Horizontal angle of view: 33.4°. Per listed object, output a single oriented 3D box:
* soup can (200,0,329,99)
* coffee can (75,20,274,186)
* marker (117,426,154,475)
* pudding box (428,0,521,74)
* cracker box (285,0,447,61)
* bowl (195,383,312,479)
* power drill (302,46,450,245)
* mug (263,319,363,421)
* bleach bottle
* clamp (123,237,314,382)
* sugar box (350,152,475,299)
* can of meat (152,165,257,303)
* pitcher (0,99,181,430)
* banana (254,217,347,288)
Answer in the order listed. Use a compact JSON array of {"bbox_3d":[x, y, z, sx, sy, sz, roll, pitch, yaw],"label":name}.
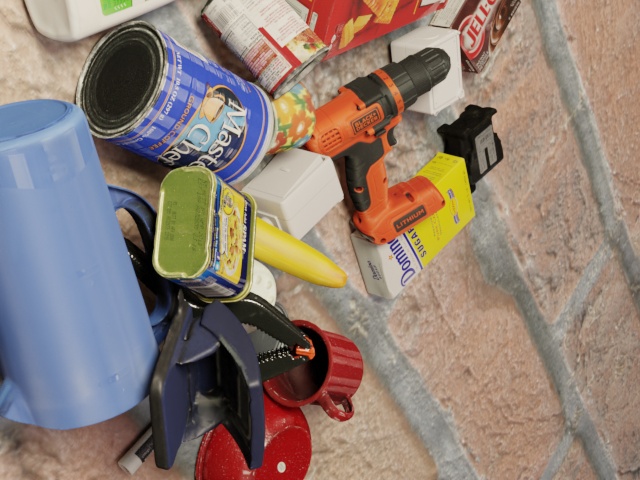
[{"bbox_3d":[-0.051,-0.187,0.962,0.102,0.069,0.068,48,59,-1],"label":"soup can"},{"bbox_3d":[-0.122,-0.113,0.915,0.140,0.103,0.103,24,86,-51],"label":"coffee can"},{"bbox_3d":[-0.153,0.181,1.059,0.121,0.020,0.020,-48,135,-27],"label":"marker"},{"bbox_3d":[0.185,-0.270,1.268,0.090,0.039,0.113,44,70,-48],"label":"pudding box"},{"bbox_3d":[0.062,-0.282,1.049,0.213,0.072,0.164,-30,151,-39],"label":"cracker box"},{"bbox_3d":[-0.059,0.236,1.163,0.161,0.055,0.162,-21,119,-44],"label":"bowl"},{"bbox_3d":[0.077,-0.100,1.158,0.184,0.057,0.187,-30,129,-9],"label":"power drill"},{"bbox_3d":[0.000,0.146,1.157,0.093,0.117,0.081,-45,149,16],"label":"mug"},{"bbox_3d":[-0.132,-0.251,0.885,0.250,0.068,0.102,-36,130,-39],"label":"bleach bottle"},{"bbox_3d":[-0.113,0.097,0.979,0.210,0.036,0.164,14,101,-9],"label":"clamp"},{"bbox_3d":[0.114,-0.018,1.277,0.176,0.048,0.093,-45,134,-31],"label":"sugar box"},{"bbox_3d":[-0.098,-0.005,0.909,0.083,0.057,0.102,37,53,-64],"label":"can of meat"},{"bbox_3d":[-0.205,0.013,0.852,0.149,0.145,0.243,-84,167,-64],"label":"pitcher"},{"bbox_3d":[-0.065,-0.004,1.024,0.197,0.070,0.037,29,92,-22],"label":"banana"}]
